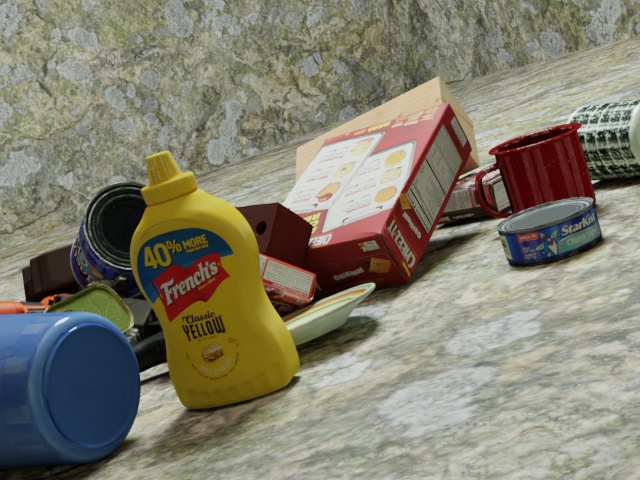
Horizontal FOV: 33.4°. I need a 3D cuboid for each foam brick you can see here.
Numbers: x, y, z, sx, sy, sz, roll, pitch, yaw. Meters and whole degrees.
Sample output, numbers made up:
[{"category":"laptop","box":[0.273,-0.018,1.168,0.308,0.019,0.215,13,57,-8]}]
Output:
[{"category":"foam brick","box":[-0.057,0.001,0.997,0.078,0.053,0.051,-6,-29,39]}]

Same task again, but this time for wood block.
[{"category":"wood block","box":[0.079,-0.102,1.308,0.206,0.090,0.090,-25,39,23]}]

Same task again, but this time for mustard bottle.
[{"category":"mustard bottle","box":[-0.089,0.026,0.795,0.096,0.191,0.058,-15,10,21]}]

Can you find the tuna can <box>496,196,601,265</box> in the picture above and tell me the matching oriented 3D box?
[{"category":"tuna can","box":[0.198,-0.008,0.922,0.086,0.034,0.086,-18,9,3]}]

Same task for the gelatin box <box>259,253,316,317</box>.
[{"category":"gelatin box","box":[-0.057,0.039,0.972,0.089,0.030,0.073,21,-22,-15]}]

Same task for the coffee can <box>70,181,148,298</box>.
[{"category":"coffee can","box":[-0.228,0.004,1.221,0.102,0.103,0.140,-23,-9,-24]}]

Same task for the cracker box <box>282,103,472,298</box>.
[{"category":"cracker box","box":[0.044,-0.036,1.077,0.164,0.072,0.213,-12,33,37]}]

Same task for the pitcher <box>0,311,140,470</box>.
[{"category":"pitcher","box":[-0.265,0.112,0.813,0.243,0.145,0.149,-9,9,34]}]

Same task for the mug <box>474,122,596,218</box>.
[{"category":"mug","box":[0.209,-0.059,1.045,0.117,0.081,0.093,-19,9,-2]}]

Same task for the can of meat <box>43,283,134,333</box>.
[{"category":"can of meat","box":[-0.241,0.097,1.023,0.084,0.057,0.101,-43,-6,31]}]

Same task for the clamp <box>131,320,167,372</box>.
[{"category":"clamp","box":[-0.126,0.086,0.974,0.210,0.036,0.164,-22,7,25]}]

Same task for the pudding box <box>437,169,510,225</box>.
[{"category":"pudding box","box":[0.184,-0.055,1.205,0.090,0.039,0.113,-11,11,39]}]

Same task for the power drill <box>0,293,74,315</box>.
[{"category":"power drill","box":[-0.337,0.088,1.198,0.187,0.057,0.185,2,-4,-32]}]
